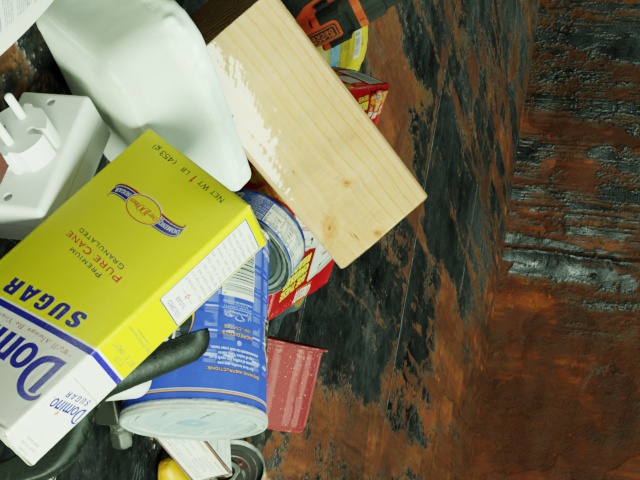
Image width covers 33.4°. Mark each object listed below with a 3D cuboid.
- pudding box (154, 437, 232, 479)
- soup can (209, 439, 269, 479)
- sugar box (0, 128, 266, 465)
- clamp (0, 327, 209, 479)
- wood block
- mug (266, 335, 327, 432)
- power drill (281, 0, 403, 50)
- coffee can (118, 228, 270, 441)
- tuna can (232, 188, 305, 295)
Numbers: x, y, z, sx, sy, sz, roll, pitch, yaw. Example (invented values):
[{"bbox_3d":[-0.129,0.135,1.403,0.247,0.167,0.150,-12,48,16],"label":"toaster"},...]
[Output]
[{"bbox_3d":[-0.105,0.133,0.860,0.113,0.039,0.090,66,14,-54],"label":"pudding box"},{"bbox_3d":[-0.076,0.239,0.982,0.102,0.069,0.068,79,24,-46],"label":"soup can"},{"bbox_3d":[-0.125,0.026,0.585,0.176,0.093,0.048,-43,148,-17],"label":"sugar box"},{"bbox_3d":[-0.147,0.085,0.624,0.171,0.120,0.039,-62,178,-17],"label":"clamp"},{"bbox_3d":[-0.020,-0.091,0.816,0.206,0.090,0.091,50,1,-27],"label":"wood block"},{"bbox_3d":[-0.041,0.135,1.017,0.117,0.093,0.081,19,82,-60],"label":"mug"},{"bbox_3d":[-0.005,-0.237,0.896,0.187,0.184,0.057,53,12,-56],"label":"power drill"},{"bbox_3d":[-0.088,0.064,0.763,0.102,0.103,0.140,56,31,-64],"label":"coffee can"},{"bbox_3d":[-0.056,0.001,0.842,0.033,0.086,0.086,-56,148,-41],"label":"tuna can"}]
